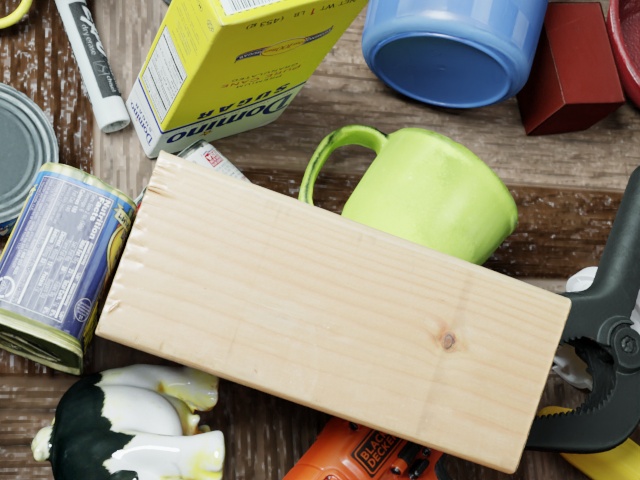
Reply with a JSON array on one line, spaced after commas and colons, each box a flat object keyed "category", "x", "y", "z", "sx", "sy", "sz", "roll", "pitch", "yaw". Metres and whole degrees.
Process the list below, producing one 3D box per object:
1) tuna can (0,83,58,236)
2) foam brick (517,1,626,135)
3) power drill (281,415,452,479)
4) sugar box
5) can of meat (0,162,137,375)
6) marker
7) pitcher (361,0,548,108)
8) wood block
[{"category": "tuna can", "x": -0.190, "y": -0.044, "z": 0.591, "sx": 0.086, "sy": 0.034, "sz": 0.086, "roll": 6, "pitch": 71, "yaw": -18}, {"category": "foam brick", "x": 0.168, "y": -0.118, "z": 0.735, "sx": 0.051, "sy": 0.053, "sz": 0.078, "roll": -4, "pitch": 75, "yaw": -21}, {"category": "power drill", "x": 0.082, "y": 0.154, "z": 0.612, "sx": 0.187, "sy": 0.057, "sz": 0.184, "roll": 47, "pitch": 57, "yaw": 0}, {"category": "sugar box", "x": -0.044, "y": -0.104, "z": 0.585, "sx": 0.093, "sy": 0.176, "sz": 0.048, "roll": -19, "pitch": 79, "yaw": -24}, {"category": "can of meat", "x": -0.134, "y": 0.017, "z": 0.550, "sx": 0.057, "sy": 0.102, "sz": 0.084, "roll": 21, "pitch": 72, "yaw": -6}, {"category": "marker", "x": -0.143, "y": -0.123, "z": 0.642, "sx": 0.020, "sy": 0.020, "sz": 0.121, "roll": -17, "pitch": 80, "yaw": -24}, {"category": "pitcher", "x": 0.093, "y": -0.217, "z": 0.709, "sx": 0.144, "sy": 0.149, "sz": 0.242, "roll": 25, "pitch": 69, "yaw": -28}, {"category": "wood block", "x": 0.003, "y": 0.036, "z": 0.531, "sx": 0.206, "sy": 0.090, "sz": 0.091, "roll": 20, "pitch": 85, "yaw": -7}]
